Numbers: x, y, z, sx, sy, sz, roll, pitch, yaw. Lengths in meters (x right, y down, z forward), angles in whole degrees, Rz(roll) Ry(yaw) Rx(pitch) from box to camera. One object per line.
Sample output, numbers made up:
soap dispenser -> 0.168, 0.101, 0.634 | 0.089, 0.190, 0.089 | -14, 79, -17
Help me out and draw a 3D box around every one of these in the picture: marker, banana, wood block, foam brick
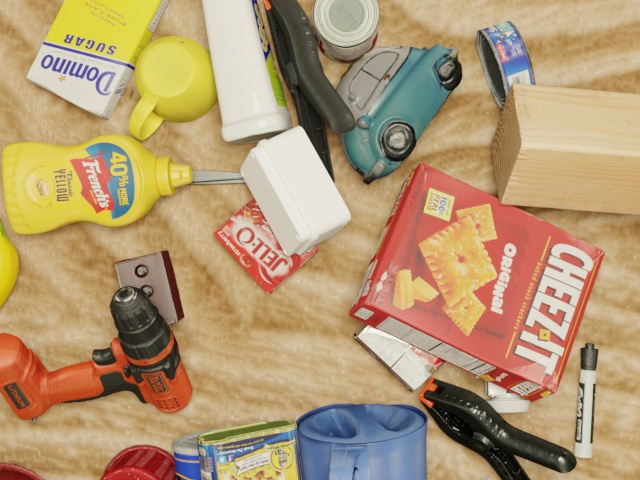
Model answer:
marker -> 0.283, 0.169, 1.133 | 0.020, 0.020, 0.121 | 4, 91, 2
banana -> -0.385, 0.070, 1.146 | 0.070, 0.037, 0.198 | 41, 91, 18
wood block -> 0.285, -0.088, 1.066 | 0.206, 0.091, 0.090 | 5, 51, -5
foam brick -> -0.180, 0.053, 1.129 | 0.053, 0.051, 0.078 | -15, 90, 2

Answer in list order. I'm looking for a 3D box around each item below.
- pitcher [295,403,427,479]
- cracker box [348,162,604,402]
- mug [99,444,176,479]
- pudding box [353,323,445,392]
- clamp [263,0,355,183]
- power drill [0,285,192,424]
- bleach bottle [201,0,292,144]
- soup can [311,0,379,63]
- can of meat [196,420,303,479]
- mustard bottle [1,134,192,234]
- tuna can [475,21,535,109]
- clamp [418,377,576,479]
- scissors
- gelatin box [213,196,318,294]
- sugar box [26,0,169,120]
pitcher -> 0.045, 0.294, 1.073 | 0.149, 0.145, 0.243 | -9, 100, -31
cracker box -> 0.159, 0.042, 1.077 | 0.213, 0.072, 0.164 | 25, 72, -4
mug -> -0.204, 0.271, 1.118 | 0.117, 0.081, 0.093 | -16, 91, 2
pudding box -> 0.104, 0.091, 1.128 | 0.090, 0.039, 0.113 | 43, 89, 3
clamp -> -0.016, -0.160, 1.099 | 0.036, 0.165, 0.210 | -15, 67, -13
power drill -> -0.237, 0.121, 1.086 | 0.188, 0.057, 0.184 | -7, 136, 8
bleach bottle -> -0.089, -0.228, 1.096 | 0.068, 0.102, 0.251 | -12, 91, 8
soup can -> 0.026, -0.222, 1.093 | 0.068, 0.102, 0.068 | 0, 91, 2
can of meat -> -0.066, 0.223, 1.031 | 0.102, 0.058, 0.084 | -7, 90, -22
mustard bottle -> -0.228, -0.061, 1.108 | 0.191, 0.058, 0.096 | -5, 94, 3
tuna can -> 0.191, -0.181, 1.097 | 0.034, 0.086, 0.086 | -19, 90, 0
clamp -> 0.177, 0.210, 1.113 | 0.172, 0.120, 0.039 | 34, 51, 19
scissors -> -0.177, -0.050, 1.145 | 0.202, 0.016, 0.096 | 16, 93, 2
gelatin box -> -0.057, 0.001, 1.135 | 0.073, 0.030, 0.089 | -42, 89, 2
sugar box -> -0.228, -0.226, 1.129 | 0.093, 0.048, 0.176 | 27, 91, 1
